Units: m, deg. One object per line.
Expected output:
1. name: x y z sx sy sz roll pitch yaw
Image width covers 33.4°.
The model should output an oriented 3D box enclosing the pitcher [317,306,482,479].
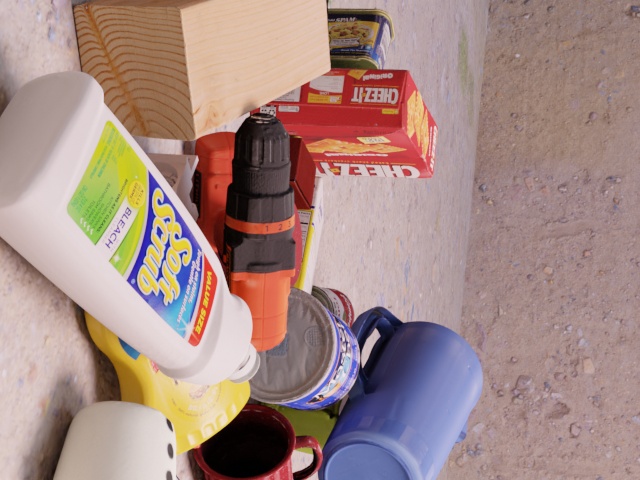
1. pitcher: 0.077 0.181 1.112 0.242 0.149 0.145 -46 151 -63

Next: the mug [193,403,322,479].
1. mug: -0.056 0.210 0.990 0.093 0.117 0.081 -113 -164 -49

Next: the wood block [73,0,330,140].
1. wood block: -0.079 -0.148 0.795 0.205 0.090 0.091 -39 130 -55

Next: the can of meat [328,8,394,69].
1. can of meat: 0.031 -0.229 1.279 0.057 0.102 0.084 74 25 -51

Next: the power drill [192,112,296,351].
1. power drill: -0.063 -0.028 0.855 0.188 0.057 0.184 -123 -146 -65

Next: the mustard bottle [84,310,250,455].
1. mustard bottle: -0.118 0.057 0.771 0.096 0.058 0.191 -32 119 -30

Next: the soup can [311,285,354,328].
1. soup can: -0.004 0.087 1.257 0.102 0.068 0.068 20 73 -74

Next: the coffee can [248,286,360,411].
1. coffee can: -0.024 0.103 0.987 0.140 0.103 0.103 47 47 -74

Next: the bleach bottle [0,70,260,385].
1. bleach bottle: -0.110 0.012 0.681 0.250 0.068 0.102 51 50 -43

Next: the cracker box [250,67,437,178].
1. cracker box: 0.033 -0.124 1.171 0.213 0.164 0.072 38 57 -72
